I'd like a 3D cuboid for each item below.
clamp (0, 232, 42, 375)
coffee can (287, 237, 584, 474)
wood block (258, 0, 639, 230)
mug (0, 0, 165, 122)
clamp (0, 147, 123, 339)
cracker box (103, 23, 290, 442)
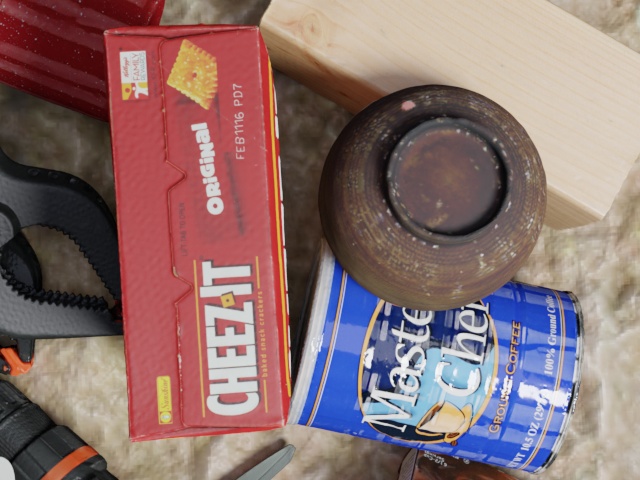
[{"bbox_3d":[-0.220,0.005,0.597,0.120,0.039,0.171,-22,89,-4],"label":"clamp"},{"bbox_3d":[0.058,0.063,0.580,0.140,0.103,0.103,12,87,-3],"label":"coffee can"},{"bbox_3d":[0.076,-0.096,0.595,0.206,0.090,0.091,29,86,-1],"label":"wood block"},{"bbox_3d":[-0.132,-0.126,0.588,0.081,0.093,0.117,21,69,-7],"label":"mug"},{"bbox_3d":[-0.185,-0.002,0.558,0.209,0.036,0.164,41,90,-22],"label":"clamp"},{"bbox_3d":[-0.053,0.001,0.520,0.072,0.214,0.164,-4,88,-4],"label":"cracker box"}]
